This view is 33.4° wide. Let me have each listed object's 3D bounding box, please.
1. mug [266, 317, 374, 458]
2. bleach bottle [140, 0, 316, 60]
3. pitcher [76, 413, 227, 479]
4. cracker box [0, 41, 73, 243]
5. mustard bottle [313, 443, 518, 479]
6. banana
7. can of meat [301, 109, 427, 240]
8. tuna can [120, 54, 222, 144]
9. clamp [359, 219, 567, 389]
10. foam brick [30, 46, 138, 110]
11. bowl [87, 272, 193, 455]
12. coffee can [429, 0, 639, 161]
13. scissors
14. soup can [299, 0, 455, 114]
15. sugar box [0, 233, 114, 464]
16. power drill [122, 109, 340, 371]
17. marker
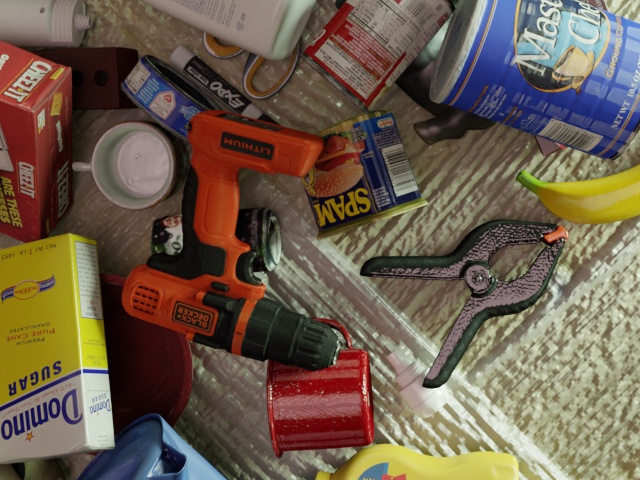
[{"bbox_3d":[0.001,0.122,0.900,0.081,0.093,0.117,-4,68,6],"label":"mug"},{"bbox_3d":[-0.123,-0.242,0.878,0.251,0.068,0.103,28,105,15],"label":"bleach bottle"},{"bbox_3d":[-0.101,0.270,0.889,0.242,0.149,0.145,44,83,-18],"label":"pitcher"},{"bbox_3d":[-0.316,-0.104,0.895,0.214,0.072,0.164,21,139,6],"label":"cracker box"},{"bbox_3d":[0.070,0.223,0.909,0.192,0.058,0.096,3,96,10],"label":"mustard bottle"},{"bbox_3d":[0.260,-0.060,0.853,0.198,0.037,0.069,-23,94,12],"label":"banana"},{"bbox_3d":[0.029,-0.053,0.867,0.102,0.057,0.084,-18,91,52],"label":"can of meat"},{"bbox_3d":[-0.122,-0.117,0.889,0.086,0.086,0.034,40,100,3],"label":"tuna can"},{"bbox_3d":[0.120,0.028,0.884,0.171,0.039,0.120,-38,85,1],"label":"clamp"},{"bbox_3d":[-0.201,-0.138,0.918,0.078,0.051,0.053,-1,97,10],"label":"foam brick"},{"bbox_3d":[-0.183,0.105,0.941,0.162,0.055,0.162,1,97,10],"label":"bowl"},{"bbox_3d":[0.163,-0.128,0.777,0.140,0.103,0.103,19,99,-4],"label":"coffee can"},{"bbox_3d":[-0.032,-0.219,0.897,0.096,0.016,0.202,24,100,7],"label":"scissors"},{"bbox_3d":[0.043,-0.154,0.793,0.068,0.068,0.102,41,96,3],"label":"soup can"},{"bbox_3d":[-0.225,0.090,0.879,0.093,0.048,0.176,-13,75,21],"label":"sugar box"},{"bbox_3d":[-0.056,0.001,0.847,0.184,0.057,0.188,16,102,7],"label":"power drill"},{"bbox_3d":[-0.078,-0.123,0.915,0.121,0.020,0.020,40,101,4],"label":"marker"}]
